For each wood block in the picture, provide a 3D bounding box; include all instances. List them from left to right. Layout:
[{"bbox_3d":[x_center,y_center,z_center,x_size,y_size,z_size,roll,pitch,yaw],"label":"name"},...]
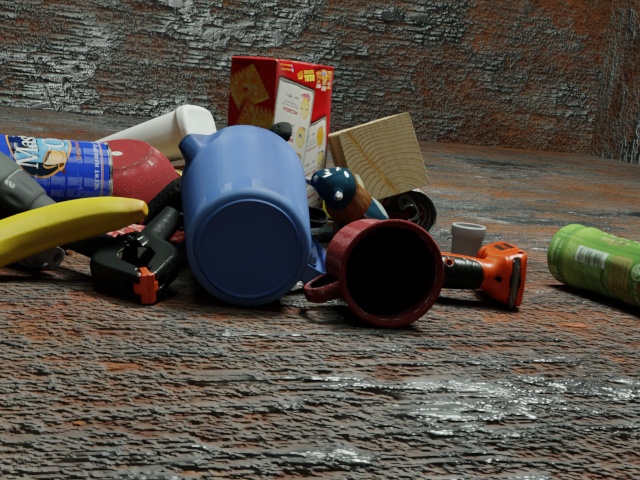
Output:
[{"bbox_3d":[0.067,-0.104,1.348,0.090,0.091,0.206,-17,6,-2],"label":"wood block"}]

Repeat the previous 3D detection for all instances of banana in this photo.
[{"bbox_3d":[-0.249,0.000,0.928,0.197,0.037,0.070,-25,37,-29],"label":"banana"}]

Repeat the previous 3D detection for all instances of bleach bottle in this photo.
[{"bbox_3d":[-0.274,-0.123,1.491,0.251,0.068,0.102,-15,-1,18],"label":"bleach bottle"}]

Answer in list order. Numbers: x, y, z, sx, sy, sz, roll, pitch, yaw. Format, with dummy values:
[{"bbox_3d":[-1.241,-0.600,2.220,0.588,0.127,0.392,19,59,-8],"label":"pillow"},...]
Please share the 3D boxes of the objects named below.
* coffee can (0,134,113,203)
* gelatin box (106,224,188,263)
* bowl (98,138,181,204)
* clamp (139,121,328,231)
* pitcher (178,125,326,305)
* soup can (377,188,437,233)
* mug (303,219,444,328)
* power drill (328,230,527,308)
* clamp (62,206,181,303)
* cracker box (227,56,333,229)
[{"bbox_3d":[-0.307,-0.062,1.171,0.140,0.103,0.103,3,10,-21],"label":"coffee can"},{"bbox_3d":[-0.173,0.005,1.074,0.073,0.030,0.089,8,10,6],"label":"gelatin box"},{"bbox_3d":[-0.250,-0.083,1.320,0.162,0.055,0.162,-3,28,1],"label":"bowl"},{"bbox_3d":[-0.104,-0.054,1.185,0.210,0.164,0.036,-12,49,1],"label":"clamp"},{"bbox_3d":[-0.063,-0.019,1.021,0.149,0.145,0.243,-2,17,-5],"label":"pitcher"},{"bbox_3d":[0.113,-0.040,1.424,0.068,0.068,0.102,6,9,-5],"label":"soup can"},{"bbox_3d":[0.040,0.029,0.936,0.117,0.093,0.081,-23,11,-10],"label":"mug"},{"bbox_3d":[0.102,0.024,1.080,0.187,0.057,0.184,4,10,-6],"label":"power drill"},{"bbox_3d":[-0.181,0.011,0.962,0.120,0.039,0.171,-11,21,-7],"label":"clamp"},{"bbox_3d":[-0.053,-0.115,1.319,0.072,0.214,0.164,9,9,24],"label":"cracker box"}]
